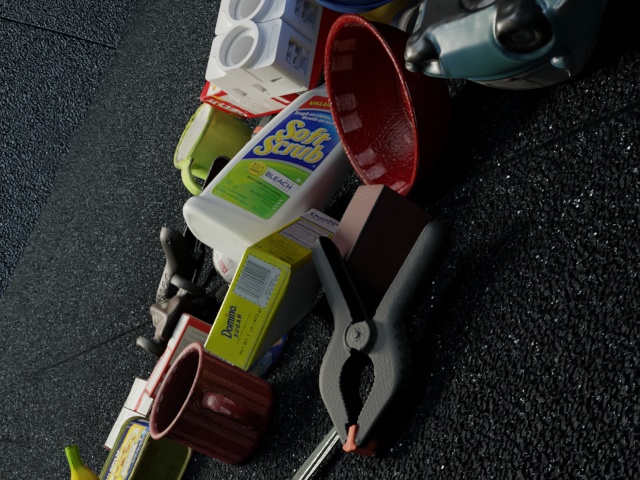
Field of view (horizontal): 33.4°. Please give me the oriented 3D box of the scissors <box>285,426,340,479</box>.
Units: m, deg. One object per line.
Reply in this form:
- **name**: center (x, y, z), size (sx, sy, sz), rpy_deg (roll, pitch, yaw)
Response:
- **scissors**: center (-0.033, 0.197, 0.842), size (0.202, 0.016, 0.096), rpy_deg (-60, 20, 5)

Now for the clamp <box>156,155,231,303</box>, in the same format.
- **clamp**: center (-0.160, 0.020, 1.239), size (0.164, 0.036, 0.210), rpy_deg (-58, -11, -56)

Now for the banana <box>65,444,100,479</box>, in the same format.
- **banana**: center (-0.223, 0.286, 1.067), size (0.070, 0.037, 0.198), rpy_deg (-113, 20, -45)

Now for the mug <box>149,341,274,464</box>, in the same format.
- **mug**: center (-0.090, 0.148, 0.944), size (0.117, 0.081, 0.093), rpy_deg (-15, 50, 63)

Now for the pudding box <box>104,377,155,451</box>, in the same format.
- **pudding box**: center (-0.196, 0.203, 1.191), size (0.090, 0.039, 0.114), rpy_deg (-67, 19, -12)

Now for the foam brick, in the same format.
- **foam brick**: center (0.044, 0.000, 0.857), size (0.078, 0.051, 0.053), rpy_deg (-64, 19, -6)

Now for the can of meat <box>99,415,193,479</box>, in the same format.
- **can of meat**: center (-0.179, 0.234, 1.085), size (0.084, 0.057, 0.102), rpy_deg (-8, 57, 63)

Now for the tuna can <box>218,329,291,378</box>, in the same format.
- **tuna can**: center (-0.062, 0.091, 1.019), size (0.086, 0.033, 0.086), rpy_deg (-49, 24, 30)

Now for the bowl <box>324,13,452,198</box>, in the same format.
- **bowl**: center (0.063, -0.115, 0.889), size (0.162, 0.055, 0.162), rpy_deg (54, 154, 40)

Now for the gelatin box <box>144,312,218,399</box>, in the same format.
- **gelatin box**: center (-0.122, 0.127, 1.061), size (0.089, 0.073, 0.030), rpy_deg (-64, 21, -4)

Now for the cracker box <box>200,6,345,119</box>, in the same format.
- **cracker box**: center (-0.048, -0.225, 1.190), size (0.164, 0.072, 0.214), rpy_deg (-67, 20, -6)

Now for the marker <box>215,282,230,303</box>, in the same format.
- **marker**: center (-0.078, 0.028, 1.160), size (0.121, 0.020, 0.020), rpy_deg (-50, 23, 30)

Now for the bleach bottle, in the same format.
- **bleach bottle**: center (-0.016, -0.090, 1.012), size (0.250, 0.103, 0.068), rpy_deg (-53, -22, -21)

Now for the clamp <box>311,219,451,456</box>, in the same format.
- **clamp**: center (0.044, 0.064, 0.761), size (0.120, 0.039, 0.171), rpy_deg (-21, 63, 42)

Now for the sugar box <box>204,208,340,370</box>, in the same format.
- **sugar box**: center (-0.033, 0.035, 0.885), size (0.093, 0.048, 0.176), rpy_deg (-65, -7, 16)
